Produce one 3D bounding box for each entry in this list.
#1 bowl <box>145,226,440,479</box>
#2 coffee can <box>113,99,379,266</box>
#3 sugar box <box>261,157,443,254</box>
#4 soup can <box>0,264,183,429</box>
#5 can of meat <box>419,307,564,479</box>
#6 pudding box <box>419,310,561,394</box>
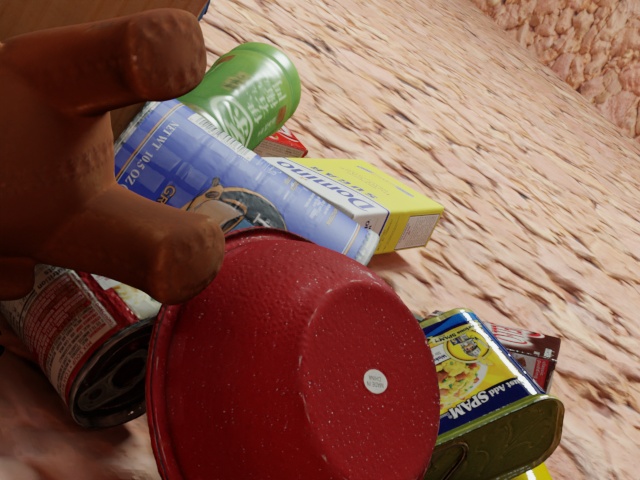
[{"bbox_3d":[0.003,0.067,0.466,0.161,0.055,0.162,18,64,-44],"label":"bowl"},{"bbox_3d":[-0.054,0.001,0.581,0.140,0.103,0.102,34,20,-2],"label":"coffee can"},{"bbox_3d":[0.020,-0.028,0.833,0.093,0.048,0.176,31,14,22],"label":"sugar box"},{"bbox_3d":[-0.109,0.026,0.487,0.102,0.069,0.068,46,22,28],"label":"soup can"},{"bbox_3d":[0.066,0.092,0.585,0.102,0.057,0.084,-20,43,-17],"label":"can of meat"},{"bbox_3d":[0.107,0.076,0.693,0.090,0.039,0.113,11,7,13],"label":"pudding box"}]
